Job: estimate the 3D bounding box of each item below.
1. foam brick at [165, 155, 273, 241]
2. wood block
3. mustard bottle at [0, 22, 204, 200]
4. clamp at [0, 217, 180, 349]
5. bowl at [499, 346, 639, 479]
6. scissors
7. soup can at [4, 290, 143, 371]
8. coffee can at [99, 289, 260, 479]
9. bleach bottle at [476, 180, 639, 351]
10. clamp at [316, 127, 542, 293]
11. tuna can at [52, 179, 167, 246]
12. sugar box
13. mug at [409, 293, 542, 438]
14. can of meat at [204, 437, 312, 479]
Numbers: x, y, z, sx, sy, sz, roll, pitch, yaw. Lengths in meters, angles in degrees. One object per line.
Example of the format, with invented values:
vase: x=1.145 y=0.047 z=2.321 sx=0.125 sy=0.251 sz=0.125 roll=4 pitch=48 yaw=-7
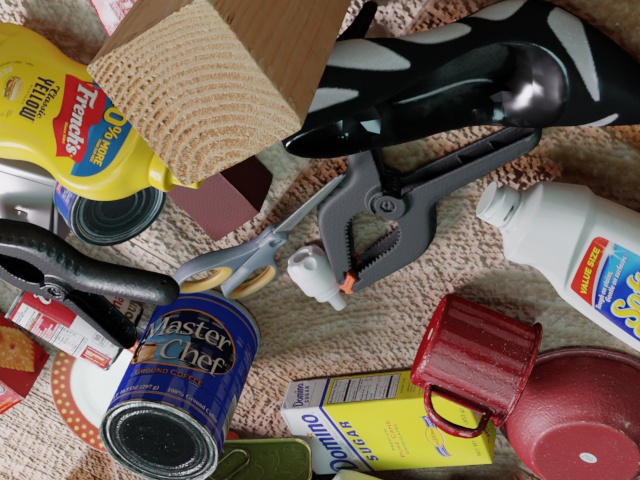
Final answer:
foam brick: x=-0.084 y=-0.050 z=0.831 sx=0.053 sy=0.051 sz=0.078 roll=-29 pitch=116 yaw=31
wood block: x=-0.047 y=-0.139 z=0.647 sx=0.090 sy=0.206 sz=0.090 roll=-23 pitch=119 yaw=29
mustard bottle: x=-0.170 y=-0.083 z=0.780 sx=0.192 sy=0.096 sz=0.058 roll=24 pitch=171 yaw=11
clamp: x=-0.196 y=0.026 z=0.850 sx=0.171 sy=0.039 sz=0.120 roll=31 pitch=137 yaw=-23
bowl: x=0.228 y=0.168 z=0.919 sx=0.162 sy=0.055 sz=0.162 roll=7 pitch=129 yaw=9
scissors: x=-0.055 y=0.001 z=0.836 sx=0.096 sy=0.016 sz=0.202 roll=-5 pitch=155 yaw=-23
soup can: x=-0.217 y=0.064 z=0.948 sx=0.102 sy=0.068 sz=0.069 roll=31 pitch=129 yaw=-11
coffee can: x=-0.118 y=0.123 z=0.921 sx=0.103 sy=0.140 sz=0.103 roll=7 pitch=130 yaw=9
bleach bottle: x=0.227 y=0.030 z=0.794 sx=0.250 sy=0.068 sz=0.103 roll=26 pitch=127 yaw=-9
clamp: x=0.063 y=-0.038 z=0.810 sx=0.164 sy=0.036 sz=0.210 roll=14 pitch=130 yaw=0
tuna can: x=-0.165 y=-0.037 z=0.842 sx=0.086 sy=0.034 sz=0.086 roll=-24 pitch=142 yaw=-21
sugar box: x=0.061 y=0.165 z=0.968 sx=0.176 sy=0.048 sz=0.093 roll=-11 pitch=125 yaw=22
mug: x=0.119 y=0.104 z=0.861 sx=0.081 sy=0.117 sz=0.093 roll=23 pitch=153 yaw=2
can of meat: x=-0.056 y=0.231 z=0.985 sx=0.102 sy=0.057 sz=0.084 roll=-2 pitch=132 yaw=2
